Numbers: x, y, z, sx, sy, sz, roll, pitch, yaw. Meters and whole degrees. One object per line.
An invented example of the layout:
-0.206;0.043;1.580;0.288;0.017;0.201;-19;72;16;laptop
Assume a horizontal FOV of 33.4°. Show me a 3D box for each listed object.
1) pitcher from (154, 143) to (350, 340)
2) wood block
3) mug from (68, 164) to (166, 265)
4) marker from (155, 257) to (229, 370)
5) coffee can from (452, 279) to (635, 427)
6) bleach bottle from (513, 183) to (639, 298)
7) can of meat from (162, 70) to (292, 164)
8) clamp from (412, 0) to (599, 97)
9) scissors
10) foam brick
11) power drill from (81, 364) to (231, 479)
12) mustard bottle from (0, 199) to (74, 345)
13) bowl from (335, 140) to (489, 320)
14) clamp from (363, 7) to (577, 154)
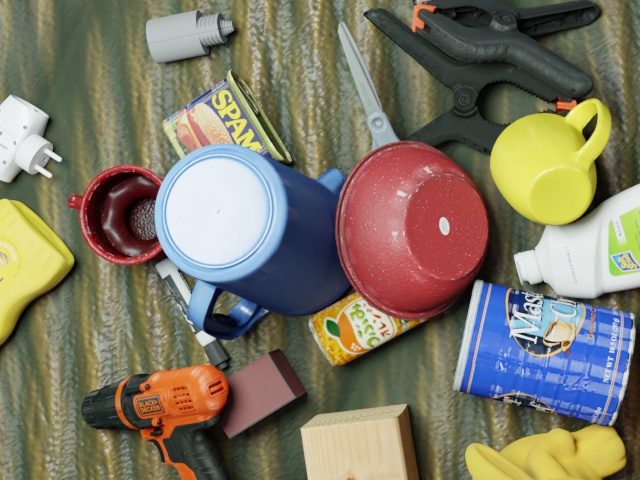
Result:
-0.056;0.001;0.918;0.145;0.242;0.149;-10;81;12;pitcher
0.048;0.262;0.972;0.091;0.090;0.206;-9;87;10;wood block
-0.184;-0.025;1.023;0.117;0.081;0.093;10;90;10;mug
-0.124;0.072;1.041;0.020;0.020;0.121;-31;84;8;marker
0.196;0.099;0.944;0.140;0.102;0.103;12;91;9;coffee can
0.296;-0.014;0.951;0.251;0.068;0.102;-16;86;11;bleach bottle
-0.090;-0.096;1.020;0.084;0.057;0.102;-33;80;10;can of meat
0.172;-0.192;0.964;0.171;0.120;0.039;20;136;9;clamp
0.041;-0.091;0.977;0.096;0.016;0.201;-35;105;14;scissors
-0.063;0.145;1.012;0.078;0.053;0.051;-33;84;8;foam brick
-0.140;0.213;1.002;0.185;0.057;0.187;-16;95;40;power drill
-0.340;0.057;1.060;0.096;0.058;0.192;44;96;9;mustard bottle
0.094;-0.010;0.933;0.161;0.055;0.162;2;86;-31;bowl
0.129;-0.120;0.994;0.210;0.036;0.164;11;97;9;clamp
